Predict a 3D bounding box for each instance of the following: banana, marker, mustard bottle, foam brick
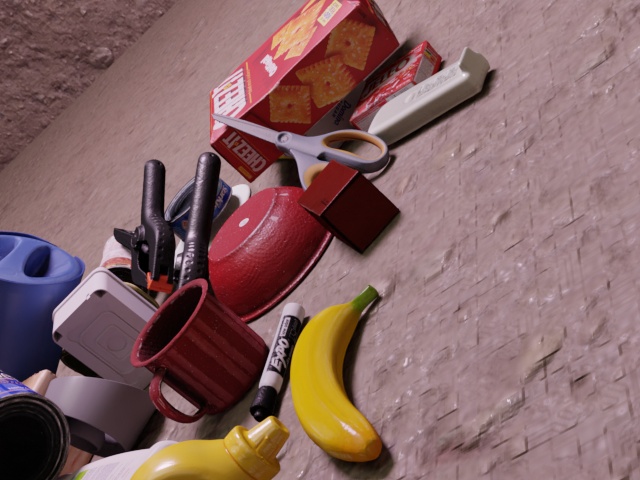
[{"bbox_3d":[0.009,0.096,0.748,0.070,0.037,0.197,-40,22,21],"label":"banana"},{"bbox_3d":[-0.034,0.097,0.856,0.020,0.020,0.121,-32,25,35],"label":"marker"},{"bbox_3d":[-0.092,0.188,0.695,0.191,0.096,0.058,-46,19,4],"label":"mustard bottle"},{"bbox_3d":[0.022,-0.031,0.930,0.053,0.051,0.078,-49,20,-1],"label":"foam brick"}]

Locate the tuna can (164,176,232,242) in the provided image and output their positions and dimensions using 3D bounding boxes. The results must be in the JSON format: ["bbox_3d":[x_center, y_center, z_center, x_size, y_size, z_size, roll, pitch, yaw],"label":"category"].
[{"bbox_3d":[-0.144,-0.041,1.241,0.086,0.033,0.086,-39,24,20],"label":"tuna can"}]

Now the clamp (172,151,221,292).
[{"bbox_3d":[-0.133,0.034,1.098,0.165,0.036,0.210,107,168,-46],"label":"clamp"}]

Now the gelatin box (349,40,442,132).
[{"bbox_3d":[0.075,-0.152,1.074,0.089,0.030,0.073,-29,27,40],"label":"gelatin box"}]

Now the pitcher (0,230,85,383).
[{"bbox_3d":[-0.348,0.122,1.146,0.145,0.149,0.243,-125,47,-62],"label":"pitcher"}]

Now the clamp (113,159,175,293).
[{"bbox_3d":[-0.191,-0.011,1.206,0.172,0.039,0.120,54,131,50],"label":"clamp"}]

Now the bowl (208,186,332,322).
[{"bbox_3d":[-0.057,0.001,1.024,0.162,0.055,0.162,-40,22,19],"label":"bowl"}]

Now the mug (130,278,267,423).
[{"bbox_3d":[-0.103,0.101,0.895,0.093,0.081,0.117,-29,27,40],"label":"mug"}]

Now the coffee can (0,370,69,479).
[{"bbox_3d":[-0.298,0.162,0.930,0.141,0.102,0.102,15,63,47],"label":"coffee can"}]

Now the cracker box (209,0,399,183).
[{"bbox_3d":[-0.025,-0.182,1.145,0.214,0.072,0.164,-41,23,14],"label":"cracker box"}]

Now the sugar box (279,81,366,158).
[{"bbox_3d":[-0.014,-0.138,1.204,0.093,0.048,0.176,-52,20,-14],"label":"sugar box"}]

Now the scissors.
[{"bbox_3d":[-0.033,-0.079,1.025,0.202,0.016,0.096,8,57,23],"label":"scissors"}]

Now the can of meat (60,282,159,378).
[{"bbox_3d":[-0.238,0.104,1.196,0.102,0.057,0.084,-24,34,49],"label":"can of meat"}]

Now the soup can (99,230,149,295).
[{"bbox_3d":[-0.237,0.039,1.295,0.069,0.068,0.102,-41,21,16],"label":"soup can"}]
